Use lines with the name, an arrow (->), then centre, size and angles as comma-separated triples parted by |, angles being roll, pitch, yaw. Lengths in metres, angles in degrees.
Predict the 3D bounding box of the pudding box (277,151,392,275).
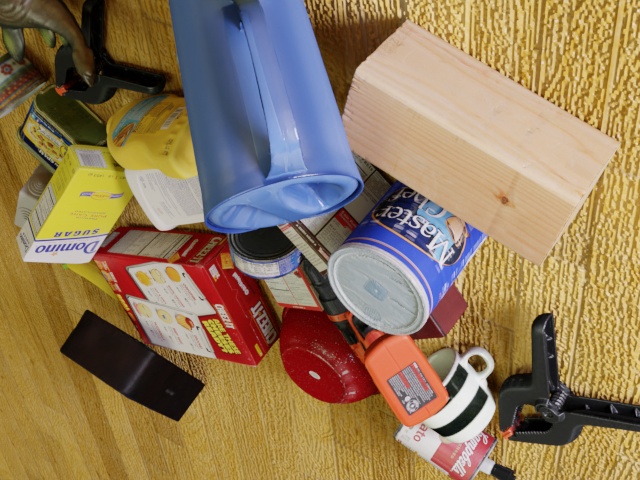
pudding box -> 0.012, -0.037, 1.032 | 0.090, 0.113, 0.039 | 47, 148, -7

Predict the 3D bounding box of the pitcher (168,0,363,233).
pitcher -> -0.055, -0.138, 0.886 | 0.149, 0.144, 0.243 | -25, 73, 38

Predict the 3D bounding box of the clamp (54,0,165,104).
clamp -> -0.239, -0.187, 1.178 | 0.120, 0.039, 0.172 | 52, 148, -6

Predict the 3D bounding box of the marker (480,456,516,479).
marker -> 0.177, 0.258, 1.274 | 0.121, 0.020, 0.020 | 24, 142, 24

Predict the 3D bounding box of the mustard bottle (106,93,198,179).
mustard bottle -> -0.174, -0.115, 1.135 | 0.192, 0.096, 0.058 | 12, 148, 49

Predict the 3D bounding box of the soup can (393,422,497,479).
soup can -> 0.144, 0.229, 1.233 | 0.102, 0.068, 0.069 | 34, 145, 12

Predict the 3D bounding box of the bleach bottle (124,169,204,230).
bleach bottle -> -0.100, -0.065, 1.155 | 0.251, 0.068, 0.102 | -2, 128, 42

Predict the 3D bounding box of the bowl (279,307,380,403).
bowl -> 0.006, 0.145, 1.286 | 0.162, 0.055, 0.162 | 25, 142, 21

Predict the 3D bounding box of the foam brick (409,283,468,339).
foam brick -> 0.103, 0.057, 1.100 | 0.053, 0.051, 0.078 | -11, 120, 50

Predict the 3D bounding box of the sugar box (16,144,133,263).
sugar box -> -0.290, -0.040, 1.289 | 0.176, 0.093, 0.048 | -52, 50, 35

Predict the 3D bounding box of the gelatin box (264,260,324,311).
gelatin box -> -0.034, 0.037, 1.230 | 0.073, 0.030, 0.089 | 2, 129, 44

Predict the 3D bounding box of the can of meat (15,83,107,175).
can of meat -> -0.311, -0.129, 1.293 | 0.102, 0.057, 0.084 | 43, 143, -3

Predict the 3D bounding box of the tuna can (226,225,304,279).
tuna can -> -0.058, 0.001, 1.165 | 0.086, 0.086, 0.034 | 23, 143, 25

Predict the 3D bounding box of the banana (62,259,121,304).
banana -> -0.286, 0.066, 1.503 | 0.198, 0.037, 0.069 | 34, 162, 13

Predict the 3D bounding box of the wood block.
wood block -> 0.127, -0.082, 0.893 | 0.206, 0.090, 0.091 | 33, 144, 12

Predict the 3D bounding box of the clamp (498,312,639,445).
clamp -> 0.250, 0.169, 1.092 | 0.164, 0.036, 0.210 | 37, 147, 8

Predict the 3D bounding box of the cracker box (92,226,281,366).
cracker box -> -0.170, 0.066, 1.357 | 0.214, 0.072, 0.164 | 5, 132, 40

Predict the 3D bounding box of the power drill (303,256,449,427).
power drill -> 0.055, 0.099, 1.117 | 0.184, 0.057, 0.188 | 55, 179, -23

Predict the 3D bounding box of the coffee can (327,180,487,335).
coffee can -> 0.086, 0.003, 0.979 | 0.103, 0.140, 0.103 | 26, 143, 22
